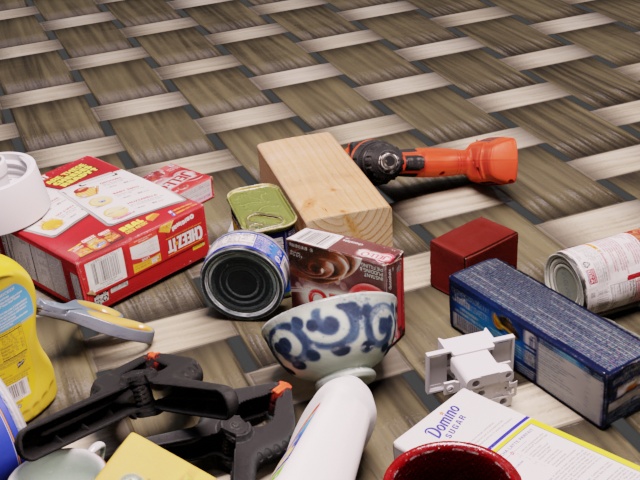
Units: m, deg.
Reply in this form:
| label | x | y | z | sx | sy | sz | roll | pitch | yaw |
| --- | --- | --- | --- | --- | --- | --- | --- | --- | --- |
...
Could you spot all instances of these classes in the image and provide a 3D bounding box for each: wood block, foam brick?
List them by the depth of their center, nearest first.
| label | x | y | z | sx | sy | sz | roll | pitch | yaw |
| --- | --- | --- | --- | --- | --- | --- | --- | --- | --- |
| foam brick | 0.154 | 0.019 | 1.070 | 0.078 | 0.053 | 0.051 | -23 | 34 | -33 |
| wood block | 0.002 | -0.033 | 1.146 | 0.090 | 0.091 | 0.206 | -11 | 29 | -13 |

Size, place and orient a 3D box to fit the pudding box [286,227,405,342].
| label | x | y | z | sx | sy | sz | roll | pitch | yaw |
| --- | --- | --- | --- | --- | --- | --- | --- | --- | --- |
| pudding box | 0.025 | 0.043 | 1.004 | 0.114 | 0.090 | 0.039 | 16 | 33 | 34 |

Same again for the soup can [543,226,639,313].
| label | x | y | z | sx | sy | sz | roll | pitch | yaw |
| --- | --- | --- | --- | --- | --- | --- | --- | --- | --- |
| soup can | 0.274 | 0.031 | 1.016 | 0.102 | 0.068 | 0.069 | -15 | 30 | -18 |

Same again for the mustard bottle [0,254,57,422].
| label | x | y | z | sx | sy | sz | roll | pitch | yaw |
| --- | --- | --- | --- | --- | --- | --- | --- | --- | --- |
| mustard bottle | -0.281 | 0.068 | 0.888 | 0.096 | 0.192 | 0.058 | -26 | 36 | -35 |

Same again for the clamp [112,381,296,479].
| label | x | y | z | sx | sy | sz | roll | pitch | yaw |
| --- | --- | --- | --- | --- | --- | --- | --- | --- | --- |
| clamp | -0.081 | 0.158 | 0.843 | 0.120 | 0.039 | 0.171 | 25 | 28 | 10 |

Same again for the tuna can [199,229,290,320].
| label | x | y | z | sx | sy | sz | roll | pitch | yaw |
| --- | --- | --- | --- | --- | --- | --- | --- | --- | --- |
| tuna can | -0.073 | 0.034 | 1.036 | 0.086 | 0.086 | 0.033 | 1 | 31 | 9 |

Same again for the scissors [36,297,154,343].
| label | x | y | z | sx | sy | sz | roll | pitch | yaw |
| --- | --- | --- | --- | --- | --- | --- | --- | --- | --- |
| scissors | -0.251 | 0.060 | 0.987 | 0.201 | 0.016 | 0.096 | 19 | 1 | -26 |

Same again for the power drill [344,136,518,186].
| label | x | y | z | sx | sy | sz | roll | pitch | yaw |
| --- | --- | --- | --- | --- | --- | --- | --- | --- | --- |
| power drill | 0.123 | -0.090 | 1.206 | 0.187 | 0.057 | 0.184 | 0 | 5 | -10 |

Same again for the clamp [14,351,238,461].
| label | x | y | z | sx | sy | sz | roll | pitch | yaw |
| --- | --- | --- | --- | --- | --- | --- | --- | --- | --- |
| clamp | -0.134 | 0.122 | 0.857 | 0.164 | 0.036 | 0.210 | -10 | 6 | 6 |

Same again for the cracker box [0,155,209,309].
| label | x | y | z | sx | sy | sz | roll | pitch | yaw |
| --- | --- | --- | --- | --- | --- | --- | --- | --- | --- |
| cracker box | -0.251 | -0.011 | 1.157 | 0.214 | 0.072 | 0.163 | 22 | 38 | 40 |

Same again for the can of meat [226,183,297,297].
| label | x | y | z | sx | sy | sz | roll | pitch | yaw |
| --- | --- | --- | --- | --- | --- | --- | --- | --- | --- |
| can of meat | -0.057 | 0.001 | 1.095 | 0.057 | 0.084 | 0.102 | -12 | 30 | -13 |

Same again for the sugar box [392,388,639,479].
| label | x | y | z | sx | sy | sz | roll | pitch | yaw |
| --- | --- | --- | --- | --- | --- | --- | --- | --- | --- |
| sugar box | 0.149 | 0.177 | 0.788 | 0.176 | 0.048 | 0.093 | 19 | 36 | 42 |

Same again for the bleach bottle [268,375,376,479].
| label | x | y | z | sx | sy | sz | roll | pitch | yaw |
| --- | --- | --- | --- | --- | --- | --- | --- | --- | --- |
| bleach bottle | -0.008 | 0.177 | 0.771 | 0.068 | 0.103 | 0.250 | 30 | 26 | 1 |

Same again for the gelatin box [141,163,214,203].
| label | x | y | z | sx | sy | sz | roll | pitch | yaw |
| --- | --- | --- | --- | --- | --- | --- | --- | --- | --- |
| gelatin box | -0.183 | -0.059 | 1.279 | 0.073 | 0.030 | 0.089 | 20 | 37 | 36 |

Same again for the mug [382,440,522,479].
| label | x | y | z | sx | sy | sz | roll | pitch | yaw |
| --- | --- | --- | --- | --- | --- | --- | --- | --- | --- |
| mug | 0.077 | 0.197 | 0.719 | 0.117 | 0.081 | 0.093 | -5 | 28 | -3 |
